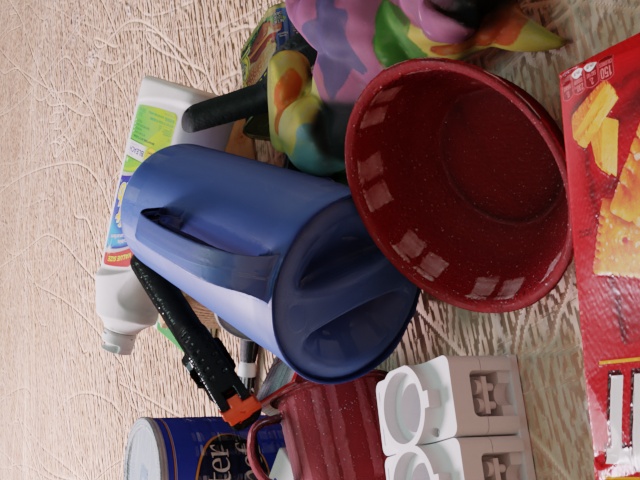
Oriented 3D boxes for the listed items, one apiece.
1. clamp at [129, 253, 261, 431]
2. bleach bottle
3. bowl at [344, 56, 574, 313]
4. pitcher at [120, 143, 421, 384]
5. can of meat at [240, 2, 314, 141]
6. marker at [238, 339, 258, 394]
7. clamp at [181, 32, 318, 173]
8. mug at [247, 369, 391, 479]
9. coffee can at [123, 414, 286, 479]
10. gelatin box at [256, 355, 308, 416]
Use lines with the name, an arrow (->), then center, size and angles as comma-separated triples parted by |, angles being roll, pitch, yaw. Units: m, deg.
clamp -> -0.088, 0.106, 0.872 | 0.210, 0.036, 0.164 | 41, 161, 59
bleach bottle -> -0.148, -0.016, 0.962 | 0.103, 0.067, 0.251 | 23, 99, 46
bowl -> 0.093, -0.039, 0.636 | 0.162, 0.055, 0.162 | 24, 130, 33
pitcher -> -0.055, 0.001, 0.782 | 0.243, 0.144, 0.149 | 23, 148, 48
can of meat -> -0.032, -0.147, 0.941 | 0.102, 0.057, 0.084 | -41, 49, 55
marker -> -0.073, 0.149, 1.030 | 0.020, 0.020, 0.121 | 13, 99, 63
clamp -> -0.029, -0.118, 0.861 | 0.172, 0.120, 0.039 | -51, 34, 28
mug -> 0.005, 0.148, 0.774 | 0.093, 0.117, 0.081 | 119, 141, -63
coffee can -> -0.087, 0.202, 0.918 | 0.103, 0.140, 0.103 | -12, 76, 63
gelatin box -> -0.015, 0.103, 0.875 | 0.089, 0.030, 0.073 | -42, 20, 55
